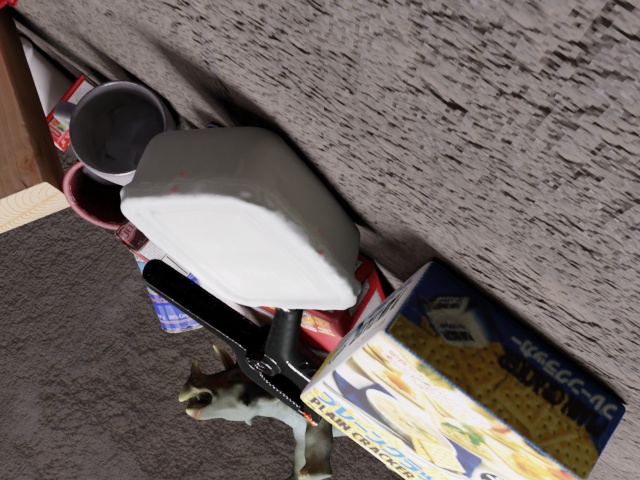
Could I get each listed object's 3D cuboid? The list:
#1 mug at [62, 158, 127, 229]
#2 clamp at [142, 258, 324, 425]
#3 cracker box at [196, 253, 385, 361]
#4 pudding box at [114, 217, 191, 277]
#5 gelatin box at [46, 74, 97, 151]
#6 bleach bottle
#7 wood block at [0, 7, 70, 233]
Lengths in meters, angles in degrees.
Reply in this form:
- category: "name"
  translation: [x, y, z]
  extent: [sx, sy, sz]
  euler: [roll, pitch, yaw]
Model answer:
- category: "mug"
  translation: [-0.187, -0.079, 1.012]
  extent: [0.093, 0.081, 0.117]
  euler: [17, 134, -10]
- category: "clamp"
  translation: [-0.038, 0.090, 0.894]
  extent: [0.165, 0.036, 0.209]
  euler: [3, 142, 44]
- category: "cracker box"
  translation: [-0.013, 0.075, 0.970]
  extent: [0.164, 0.072, 0.213]
  euler: [21, 152, 29]
- category: "pudding box"
  translation: [-0.124, -0.022, 0.985]
  extent: [0.039, 0.113, 0.090]
  euler: [39, 174, 28]
- category: "gelatin box"
  translation: [-0.262, -0.133, 1.128]
  extent: [0.030, 0.073, 0.089]
  euler: [39, 173, -7]
- category: "bleach bottle"
  translation: [-0.268, -0.132, 1.228]
  extent: [0.250, 0.068, 0.103]
  euler: [39, 174, -29]
- category: "wood block"
  translation: [-0.318, -0.122, 1.021]
  extent: [0.090, 0.091, 0.206]
  euler: [67, -179, -78]
